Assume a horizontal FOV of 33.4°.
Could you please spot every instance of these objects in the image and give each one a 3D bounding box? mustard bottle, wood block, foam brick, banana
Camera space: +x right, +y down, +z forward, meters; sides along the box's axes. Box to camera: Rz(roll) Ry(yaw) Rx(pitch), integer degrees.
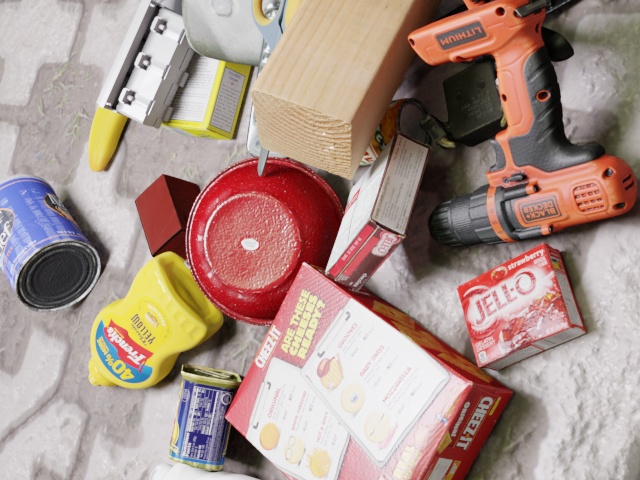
[{"bbox_3d":[-0.187,0.100,1.110,0.096,0.058,0.192,51,126,4],"label":"mustard bottle"},{"bbox_3d":[0.028,-0.169,0.914,0.090,0.091,0.206,21,67,13],"label":"wood block"},{"bbox_3d":[-0.155,-0.022,1.134,0.051,0.052,0.078,-40,54,26],"label":"foam brick"},{"bbox_3d":[-0.221,-0.169,1.246,0.198,0.037,0.070,-47,51,22],"label":"banana"}]

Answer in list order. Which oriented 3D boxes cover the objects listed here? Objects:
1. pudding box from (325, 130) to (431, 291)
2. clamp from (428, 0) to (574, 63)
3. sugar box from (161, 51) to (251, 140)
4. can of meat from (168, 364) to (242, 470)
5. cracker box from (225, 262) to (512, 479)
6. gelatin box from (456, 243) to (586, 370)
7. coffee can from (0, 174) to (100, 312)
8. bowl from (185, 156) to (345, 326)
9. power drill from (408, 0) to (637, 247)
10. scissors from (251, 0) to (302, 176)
[{"bbox_3d":[0.050,-0.025,0.911,0.090,0.039,0.113,-51,16,49],"label":"pudding box"},{"bbox_3d":[0.159,-0.178,0.889,0.172,0.039,0.120,-13,34,42],"label":"clamp"},{"bbox_3d":[-0.116,-0.200,1.157,0.094,0.048,0.176,11,82,43],"label":"sugar box"},{"bbox_3d":[-0.111,0.166,1.014,0.102,0.057,0.084,169,112,-83],"label":"can of meat"},{"bbox_3d":[0.034,0.140,0.907,0.214,0.072,0.164,34,100,43],"label":"cracker box"},{"bbox_3d":[0.157,0.054,0.850,0.089,0.030,0.073,-29,60,32],"label":"gelatin box"},{"bbox_3d":[-0.333,0.002,1.250,0.103,0.102,0.140,-55,49,15],"label":"coffee can"},{"bbox_3d":[-0.056,0.001,0.987,0.162,0.055,0.162,0,91,12],"label":"bowl"},{"bbox_3d":[0.138,-0.089,0.838,0.185,0.057,0.187,-14,104,41],"label":"power drill"},{"bbox_3d":[-0.048,-0.166,0.991,0.096,0.016,0.202,26,95,39],"label":"scissors"}]
